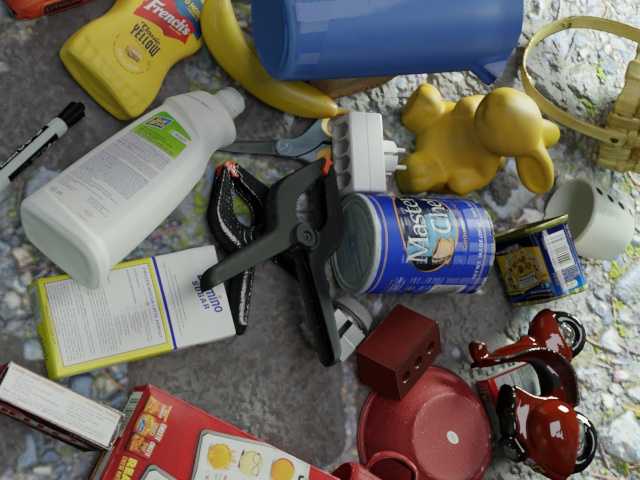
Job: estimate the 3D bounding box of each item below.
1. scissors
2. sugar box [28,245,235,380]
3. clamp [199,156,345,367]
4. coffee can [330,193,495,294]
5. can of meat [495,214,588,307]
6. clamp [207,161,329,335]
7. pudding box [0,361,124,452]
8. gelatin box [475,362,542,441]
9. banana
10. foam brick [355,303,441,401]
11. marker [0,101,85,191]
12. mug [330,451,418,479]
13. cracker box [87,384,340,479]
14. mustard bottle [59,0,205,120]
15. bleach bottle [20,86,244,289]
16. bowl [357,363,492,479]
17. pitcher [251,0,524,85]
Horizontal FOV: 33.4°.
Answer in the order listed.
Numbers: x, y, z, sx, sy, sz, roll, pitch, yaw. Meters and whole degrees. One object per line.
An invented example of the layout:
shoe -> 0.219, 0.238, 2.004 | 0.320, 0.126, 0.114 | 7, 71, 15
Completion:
scissors -> -0.031, -0.113, 1.123 | 0.201, 0.016, 0.096 | 17, 72, -21
sugar box -> -0.176, 0.067, 1.006 | 0.175, 0.048, 0.093 | -10, 82, -29
clamp -> -0.032, 0.001, 1.047 | 0.164, 0.036, 0.210 | 28, 58, -30
coffee can -> 0.094, 0.005, 1.108 | 0.140, 0.103, 0.103 | 1, 80, -25
can of meat -> 0.239, 0.024, 1.173 | 0.057, 0.102, 0.084 | -19, 90, -27
clamp -> -0.057, 0.001, 1.077 | 0.120, 0.039, 0.171 | -12, 88, -37
pudding box -> -0.238, 0.147, 0.936 | 0.113, 0.090, 0.039 | 28, 69, -18
gelatin box -> 0.224, 0.174, 1.177 | 0.089, 0.030, 0.073 | -19, 87, -26
banana -> -0.062, -0.181, 1.079 | 0.197, 0.070, 0.037 | 47, 39, -35
foam brick -> 0.080, 0.115, 1.096 | 0.078, 0.051, 0.053 | -46, 145, -28
marker -> -0.267, -0.090, 1.007 | 0.020, 0.020, 0.121 | 47, 65, -10
mug -> 0.049, 0.260, 1.043 | 0.081, 0.093, 0.117 | 33, 91, -11
cracker box -> -0.111, 0.252, 0.986 | 0.213, 0.072, 0.164 | 30, 70, -18
mustard bottle -> -0.163, -0.216, 1.057 | 0.096, 0.058, 0.191 | 47, 64, -22
bleach bottle -> -0.157, -0.066, 1.009 | 0.103, 0.068, 0.250 | 36, 56, 17
bowl -> 0.122, 0.206, 1.110 | 0.161, 0.055, 0.162 | 5, 78, -24
pitcher -> 0.059, -0.228, 1.028 | 0.242, 0.149, 0.145 | -9, 126, -22
